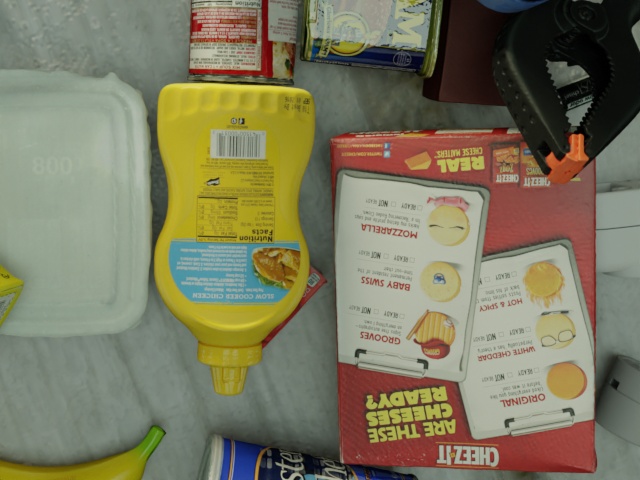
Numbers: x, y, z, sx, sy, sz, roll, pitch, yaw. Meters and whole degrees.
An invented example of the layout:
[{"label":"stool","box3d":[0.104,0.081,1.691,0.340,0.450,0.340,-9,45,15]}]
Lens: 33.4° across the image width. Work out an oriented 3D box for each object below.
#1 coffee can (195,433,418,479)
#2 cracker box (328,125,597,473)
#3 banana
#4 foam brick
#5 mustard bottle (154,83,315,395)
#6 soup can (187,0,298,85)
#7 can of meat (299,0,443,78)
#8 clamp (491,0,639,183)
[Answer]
[{"label":"coffee can","box3d":[-0.014,0.192,0.703,0.140,0.103,0.103,13,97,-8]},{"label":"cracker box","box3d":[0.093,0.035,0.690,0.164,0.072,0.214,0,100,13]},{"label":"banana","box3d":[-0.205,0.153,0.714,0.197,0.037,0.069,4,79,-8]},{"label":"foam brick","box3d":[0.100,-0.127,0.695,0.053,0.051,0.078,5,98,-8]},{"label":"mustard bottle","box3d":[-0.054,0.001,0.662,0.096,0.058,0.191,1,95,-9]},{"label":"soup can","box3d":[-0.048,-0.150,0.667,0.068,0.068,0.102,2,98,-6]},{"label":"can of meat","box3d":[0.033,-0.159,0.681,0.084,0.057,0.102,5,97,-4]},{"label":"clamp","box3d":[0.160,-0.128,0.640,0.164,0.036,0.210,7,62,-10]}]
